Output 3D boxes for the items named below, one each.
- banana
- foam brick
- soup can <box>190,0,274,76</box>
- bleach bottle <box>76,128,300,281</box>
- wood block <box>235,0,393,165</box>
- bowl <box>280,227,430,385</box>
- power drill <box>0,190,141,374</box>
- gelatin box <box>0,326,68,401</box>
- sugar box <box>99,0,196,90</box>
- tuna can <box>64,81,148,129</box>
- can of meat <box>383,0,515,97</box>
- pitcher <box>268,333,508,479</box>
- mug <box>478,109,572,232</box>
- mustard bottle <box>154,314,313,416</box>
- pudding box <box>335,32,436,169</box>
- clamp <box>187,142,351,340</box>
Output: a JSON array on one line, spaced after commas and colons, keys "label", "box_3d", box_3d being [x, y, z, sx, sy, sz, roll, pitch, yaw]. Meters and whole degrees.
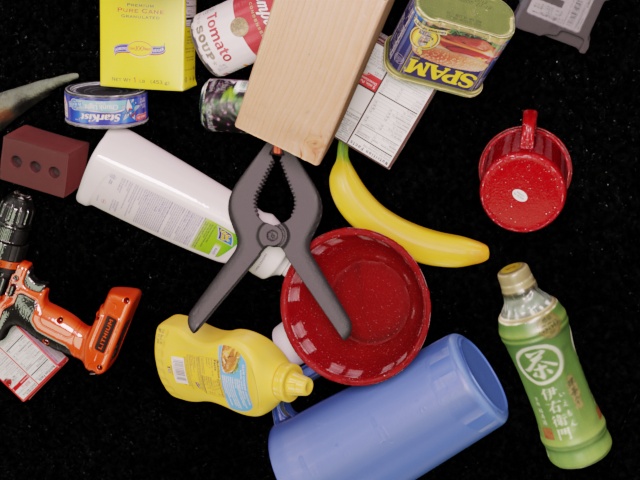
[{"label": "banana", "box_3d": [0.079, -0.021, 1.105, 0.198, 0.037, 0.070, 37, 114, -2]}, {"label": "foam brick", "box_3d": [-0.300, -0.086, 1.160, 0.078, 0.051, 0.053, 16, 113, 7]}, {"label": "soup can", "box_3d": [-0.069, -0.211, 1.053, 0.102, 0.068, 0.068, -20, 104, 20]}, {"label": "bleach bottle", "box_3d": [-0.129, -0.024, 1.134, 0.250, 0.068, 0.103, 29, 143, -6]}, {"label": "wood block", "box_3d": [0.001, -0.178, 0.949, 0.091, 0.090, 0.206, 25, 140, 1]}, {"label": "bowl", "box_3d": [0.042, 0.066, 1.105, 0.162, 0.055, 0.162, 1, 92, 21]}, {"label": "power drill", "box_3d": [-0.302, 0.056, 1.203, 0.187, 0.057, 0.184, 22, 102, 2]}, {"label": "gelatin box", "box_3d": [-0.356, 0.136, 1.267, 0.089, 0.030, 0.073, 45, 111, -5]}, {"label": "sugar box", "box_3d": [-0.172, -0.242, 1.069, 0.093, 0.048, 0.176, 5, 106, 11]}, {"label": "tuna can", "box_3d": [-0.221, -0.141, 1.104, 0.086, 0.086, 0.034, 6, 109, 11]}, {"label": "can of meat", "box_3d": [0.120, -0.189, 0.995, 0.102, 0.057, 0.084, 13, 146, -11]}, {"label": "pitcher", "box_3d": [0.068, 0.193, 1.144, 0.243, 0.145, 0.149, -33, 123, 18]}, {"label": "mug", "box_3d": [0.199, -0.068, 1.036, 0.093, 0.081, 0.117, 8, 111, 10]}, {"label": "mustard bottle", "box_3d": [-0.091, 0.141, 1.157, 0.192, 0.058, 0.096, 8, 115, 34]}, {"label": "pudding box", "box_3d": [0.060, -0.141, 1.065, 0.090, 0.039, 0.114, 31, 115, 0]}, {"label": "clamp", "box_3d": [-0.057, 0.001, 1.075, 0.164, 0.036, 0.210, -4, 88, 0]}]
